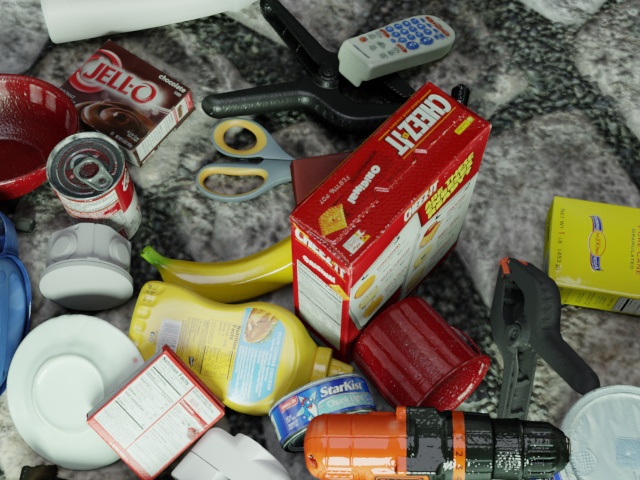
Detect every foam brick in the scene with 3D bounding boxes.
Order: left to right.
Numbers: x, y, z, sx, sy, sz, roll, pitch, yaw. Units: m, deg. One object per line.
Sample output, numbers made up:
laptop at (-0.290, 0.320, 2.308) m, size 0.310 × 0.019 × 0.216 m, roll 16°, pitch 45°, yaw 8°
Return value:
foam brick at (0.013, -0.052, 0.980) m, size 0.078 × 0.053 × 0.051 m, roll -9°, pitch 89°, yaw -4°

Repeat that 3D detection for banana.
banana at (-0.056, 0.017, 0.950) m, size 0.198 × 0.069 × 0.037 m, roll -15°, pitch 33°, yaw 0°

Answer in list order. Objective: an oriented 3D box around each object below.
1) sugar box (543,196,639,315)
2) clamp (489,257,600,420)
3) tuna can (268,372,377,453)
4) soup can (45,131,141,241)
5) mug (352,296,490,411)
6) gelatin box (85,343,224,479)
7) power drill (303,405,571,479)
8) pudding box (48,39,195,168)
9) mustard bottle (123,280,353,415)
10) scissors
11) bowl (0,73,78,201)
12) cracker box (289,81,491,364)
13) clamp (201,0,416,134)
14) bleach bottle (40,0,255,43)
sugar box at (0.290, 0.020, 0.953) m, size 0.176 × 0.048 × 0.093 m, roll 7°, pitch 64°, yaw 6°
clamp at (0.182, 0.083, 0.892) m, size 0.039 × 0.120 × 0.171 m, roll 17°, pitch 57°, yaw -30°
tuna can at (0.003, 0.143, 0.876) m, size 0.086 × 0.086 × 0.034 m, roll -18°, pitch 66°, yaw -8°
soup can at (-0.202, -0.042, 0.963) m, size 0.068 × 0.102 × 0.068 m, roll -1°, pitch 63°, yaw 1°
mug at (0.089, 0.099, 0.902) m, size 0.117 × 0.093 × 0.081 m, roll -17°, pitch 54°, yaw -42°
gelatin box at (-0.134, 0.140, 0.868) m, size 0.089 × 0.030 × 0.073 m, roll -42°, pitch 101°, yaw -4°
power drill at (0.083, 0.174, 0.802) m, size 0.184 × 0.187 × 0.057 m, roll 2°, pitch 62°, yaw 4°
pudding box at (-0.193, -0.134, 1.044) m, size 0.113 × 0.039 × 0.090 m, roll 33°, pitch 69°, yaw 17°
mustard bottle at (-0.067, 0.098, 0.913) m, size 0.191 × 0.058 × 0.096 m, roll 11°, pitch 81°, yaw 6°
scissors at (-0.021, -0.082, 1.025) m, size 0.201 × 0.016 × 0.096 m, roll -8°, pitch 69°, yaw -2°
bowl at (-0.303, -0.086, 0.992) m, size 0.162 × 0.055 × 0.162 m, roll 2°, pitch 45°, yaw -2°
cracker box at (0.051, -0.008, 0.878) m, size 0.072 × 0.214 × 0.164 m, roll 39°, pitch 70°, yaw 17°
clamp at (-0.002, -0.148, 1.044) m, size 0.210 × 0.036 × 0.164 m, roll 25°, pitch 59°, yaw 10°
bleach bottle at (-0.161, -0.271, 1.100) m, size 0.250 × 0.068 × 0.102 m, roll -11°, pitch 64°, yaw -7°
